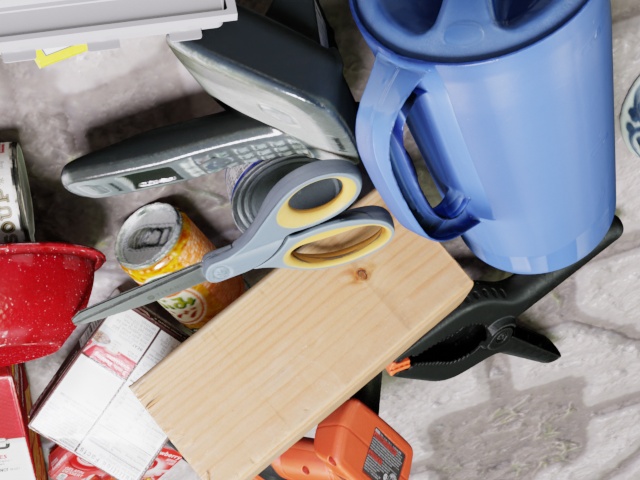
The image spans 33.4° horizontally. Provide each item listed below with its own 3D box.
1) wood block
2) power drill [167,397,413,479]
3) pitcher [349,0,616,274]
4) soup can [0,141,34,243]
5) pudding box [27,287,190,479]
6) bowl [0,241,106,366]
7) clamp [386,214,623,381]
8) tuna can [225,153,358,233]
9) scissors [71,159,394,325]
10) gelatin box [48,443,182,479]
[{"bbox_3d":[-0.011,0.068,0.695,0.206,0.091,0.090,-39,170,-9],"label":"wood block"},{"bbox_3d":[-0.038,0.152,0.823,0.188,0.057,0.184,-2,147,38],"label":"power drill"},{"bbox_3d":[0.104,-0.074,0.626,0.149,0.145,0.242,-16,145,10],"label":"pitcher"},{"bbox_3d":[-0.226,-0.020,0.634,0.102,0.068,0.068,-9,137,-10],"label":"soup can"},{"bbox_3d":[-0.139,0.105,0.756,0.090,0.039,0.113,36,89,-15],"label":"pudding box"},{"bbox_3d":[-0.211,0.047,0.662,0.162,0.055,0.162,-11,169,-2],"label":"bowl"},{"bbox_3d":[0.133,0.068,0.833,0.209,0.036,0.165,-20,141,-22],"label":"clamp"},{"bbox_3d":[-0.020,-0.037,0.706,0.086,0.034,0.086,-9,137,-9],"label":"tuna can"},{"bbox_3d":[-0.054,0.001,0.623,0.201,0.016,0.096,-11,141,-7],"label":"scissors"},{"bbox_3d":[-0.168,0.176,0.882,0.089,0.030,0.073,26,122,-37],"label":"gelatin box"}]
